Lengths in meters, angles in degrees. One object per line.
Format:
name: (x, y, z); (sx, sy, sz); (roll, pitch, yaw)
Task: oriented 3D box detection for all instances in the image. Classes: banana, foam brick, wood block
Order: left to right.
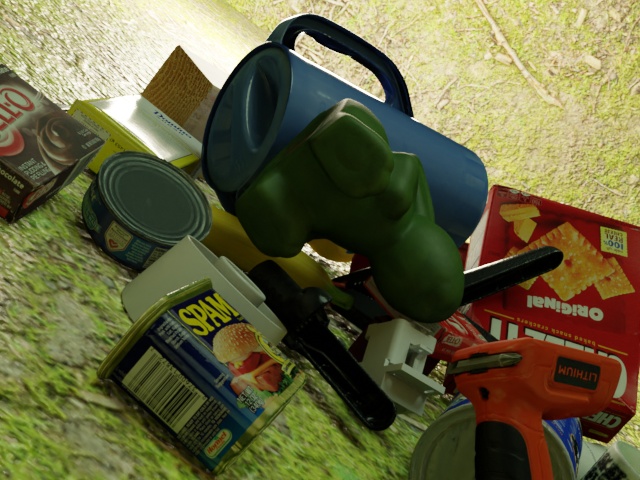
wood block: (-0.081, -0.101, 1.090); (0.205, 0.090, 0.091); (27, 16, -45)
banana: (-0.061, 0.002, 0.848); (0.197, 0.037, 0.070); (26, -11, -27)
foam brick: (0.059, 0.094, 0.858); (0.053, 0.051, 0.078); (43, 13, 17)

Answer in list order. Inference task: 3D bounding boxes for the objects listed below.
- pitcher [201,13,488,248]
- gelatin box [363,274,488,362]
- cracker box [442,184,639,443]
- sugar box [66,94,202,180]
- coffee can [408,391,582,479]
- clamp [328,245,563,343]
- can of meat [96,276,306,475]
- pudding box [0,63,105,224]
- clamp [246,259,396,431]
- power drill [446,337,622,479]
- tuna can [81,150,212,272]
pitcher: (0.031, -0.079, 0.936); (0.242, 0.149, 0.145); (20, 35, -32)
gelatin box: (0.086, 0.060, 0.858); (0.073, 0.030, 0.089); (23, 19, -50)
cracker box: (0.217, 0.062, 1.009); (0.164, 0.072, 0.213); (17, 54, -1)
sugar box: (-0.153, -0.079, 0.902); (0.093, 0.048, 0.176); (38, 8, 0)
coffee can: (0.122, 0.147, 0.719); (0.103, 0.103, 0.140); (40, 12, 10)
clamp: (0.111, 0.051, 0.940); (0.210, 0.036, 0.164); (11, 45, 19)
can of meat: (-0.060, 0.073, 0.578); (0.084, 0.057, 0.102); (42, 13, 5)
pudding box: (-0.201, -0.065, 0.684); (0.090, 0.039, 0.113); (38, 20, -3)
clamp: (-0.015, 0.052, 0.743); (0.172, 0.039, 0.120); (37, -26, 49)
power drill: (0.132, 0.154, 0.580); (0.184, 0.057, 0.187); (18, 64, -41)
tuna can: (-0.119, -0.019, 0.732); (0.086, 0.034, 0.086); (25, 37, -21)
